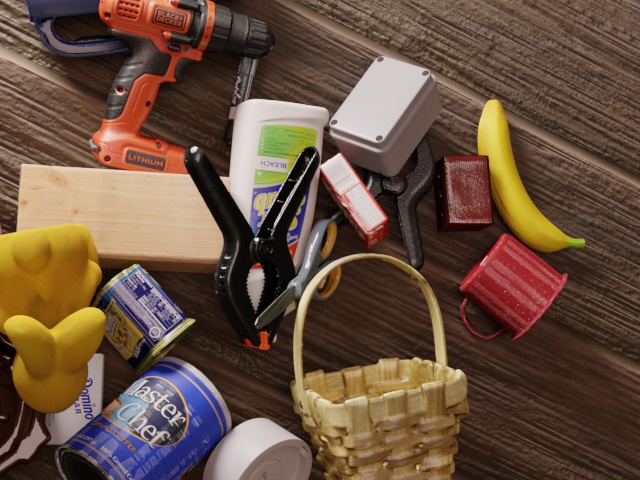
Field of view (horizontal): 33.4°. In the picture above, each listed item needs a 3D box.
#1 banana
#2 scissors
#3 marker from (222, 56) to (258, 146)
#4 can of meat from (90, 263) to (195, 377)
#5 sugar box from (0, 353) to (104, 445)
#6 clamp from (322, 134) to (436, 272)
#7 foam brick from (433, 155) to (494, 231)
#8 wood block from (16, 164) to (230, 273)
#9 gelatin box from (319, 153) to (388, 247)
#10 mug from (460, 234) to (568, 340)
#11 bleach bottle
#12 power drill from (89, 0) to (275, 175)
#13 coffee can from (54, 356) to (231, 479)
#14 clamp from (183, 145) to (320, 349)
[{"bbox_3d":[0.220,-0.061,1.198,0.069,0.037,0.198,-29,88,-32],"label":"banana"},{"bbox_3d":[-0.019,0.028,1.067,0.016,0.201,0.096,7,96,21],"label":"scissors"},{"bbox_3d":[-0.086,-0.161,1.169,0.020,0.020,0.121,13,80,-7],"label":"marker"},{"bbox_3d":[-0.183,0.080,1.073,0.084,0.102,0.057,48,57,3],"label":"can of meat"},{"bbox_3d":[-0.307,0.158,1.069,0.176,0.048,0.093,3,80,-13],"label":"sugar box"},{"bbox_3d":[0.068,-0.055,1.169,0.120,0.039,0.171,14,73,-2],"label":"clamp"},{"bbox_3d":[0.156,-0.051,1.175,0.051,0.053,0.078,-2,81,-10],"label":"foam brick"},{"bbox_3d":[-0.199,-0.019,1.091,0.206,0.091,0.090,3,81,-9],"label":"wood block"},{"bbox_3d":[0.035,-0.040,1.111,0.030,0.073,0.089,-34,80,-3],"label":"gelatin box"},{"bbox_3d":[0.199,0.056,1.155,0.081,0.093,0.117,39,113,3],"label":"mug"},{"bbox_3d":[-0.048,-0.018,1.131,0.102,0.068,0.251,5,85,-23],"label":"bleach bottle"},{"bbox_3d":[-0.152,-0.159,1.102,0.184,0.057,0.188,12,101,-20],"label":"power drill"},{"bbox_3d":[-0.170,0.194,1.033,0.103,0.103,0.140,49,54,0],"label":"coffee can"},{"bbox_3d":[-0.057,0.001,1.065,0.164,0.036,0.210,-13,102,-40],"label":"clamp"}]
